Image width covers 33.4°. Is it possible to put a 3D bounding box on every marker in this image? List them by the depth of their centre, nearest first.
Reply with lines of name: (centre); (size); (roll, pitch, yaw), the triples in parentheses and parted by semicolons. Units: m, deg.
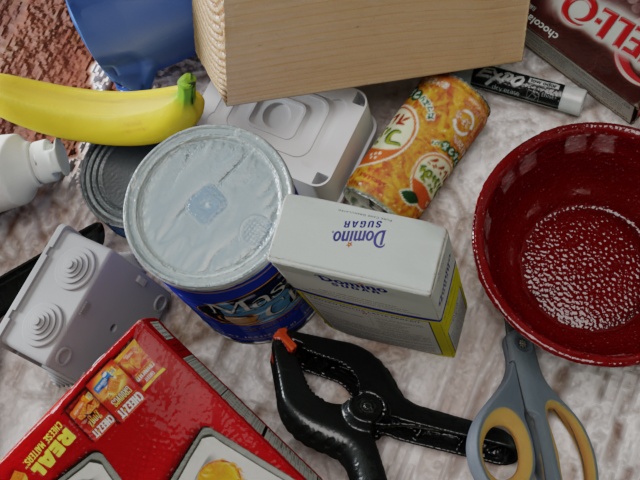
marker: (0.126, -0.113, 0.752); (0.121, 0.020, 0.020); (18, 76, 16)

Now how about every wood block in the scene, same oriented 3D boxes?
wood block: (0.025, -0.161, 0.700); (0.205, 0.091, 0.090); (-11, 37, -15)

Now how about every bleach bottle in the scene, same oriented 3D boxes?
bleach bottle: (-0.304, -0.026, 0.761); (0.251, 0.102, 0.068); (-14, 113, 4)

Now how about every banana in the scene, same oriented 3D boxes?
banana: (-0.152, -0.093, 0.730); (0.198, 0.069, 0.037); (3, 54, 27)

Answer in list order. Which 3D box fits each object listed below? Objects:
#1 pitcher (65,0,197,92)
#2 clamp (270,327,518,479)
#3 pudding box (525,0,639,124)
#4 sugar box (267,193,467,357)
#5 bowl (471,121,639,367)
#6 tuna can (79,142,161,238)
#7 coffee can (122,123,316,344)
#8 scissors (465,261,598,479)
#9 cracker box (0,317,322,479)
pitcher: (-0.071, -0.220, 0.767); (0.243, 0.149, 0.145); (-22, 34, -2)
clamp: (0.025, 0.122, 0.665); (0.172, 0.039, 0.120); (30, 44, 21)
pudding box: (0.203, -0.149, 0.740); (0.113, 0.039, 0.090); (41, 83, 20)
sugar box: (0.035, 0.025, 0.638); (0.093, 0.176, 0.048); (12, 74, 14)
bowl: (0.175, 0.008, 0.679); (0.162, 0.055, 0.162); (-1, 69, 3)
tuna can: (-0.127, -0.044, 0.767); (0.086, 0.033, 0.086); (-3, 71, 9)
coffee can: (-0.054, 0.001, 0.682); (0.103, 0.140, 0.103); (-3, 71, 9)
scissors: (0.112, 0.077, 0.673); (0.096, 0.016, 0.202); (-9, 67, -30)
cracker box: (-0.074, 0.172, 0.576); (0.214, 0.072, 0.164); (44, 89, 2)
